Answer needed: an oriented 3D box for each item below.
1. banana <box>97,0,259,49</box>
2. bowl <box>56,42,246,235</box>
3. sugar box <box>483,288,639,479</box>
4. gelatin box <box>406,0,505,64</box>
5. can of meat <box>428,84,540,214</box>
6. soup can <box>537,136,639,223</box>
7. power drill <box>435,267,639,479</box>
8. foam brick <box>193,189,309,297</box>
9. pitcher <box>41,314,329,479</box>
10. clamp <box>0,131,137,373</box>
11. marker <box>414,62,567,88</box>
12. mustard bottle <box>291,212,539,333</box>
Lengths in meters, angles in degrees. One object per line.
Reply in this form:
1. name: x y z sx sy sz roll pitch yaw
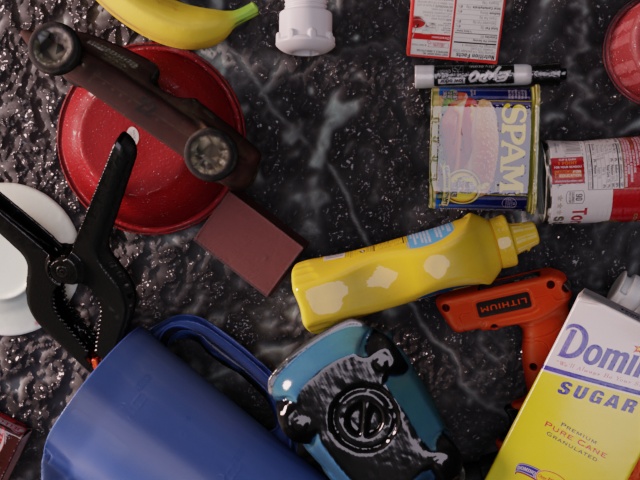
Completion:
1. banana: -0.150 -0.210 0.871 0.198 0.037 0.069 32 77 0
2. bowl: -0.144 -0.083 0.869 0.162 0.055 0.162 0 94 5
3. sugar box: 0.197 0.134 0.795 0.093 0.048 0.176 27 103 15
4. gelatin box: 0.107 -0.185 0.835 0.073 0.030 0.089 5 125 5
5. can of meat: 0.129 -0.073 0.846 0.084 0.057 0.102 2 95 7
6. soup can: 0.224 -0.048 0.833 0.102 0.068 0.068 -2 94 5
7. power drill: 0.153 0.126 0.860 0.184 0.057 0.187 -15 95 10
8. foam brick: -0.056 0.001 0.869 0.078 0.053 0.051 38 96 2
9. pitcher: -0.083 0.180 0.845 0.243 0.145 0.149 35 105 3
10. clamp: -0.213 0.014 0.864 0.165 0.036 0.210 0 115 13
11. marker: 0.137 -0.133 0.858 0.121 0.020 0.020 0 94 5
12. mustard bottle: 0.076 0.020 0.837 0.191 0.096 0.058 -17 92 6
